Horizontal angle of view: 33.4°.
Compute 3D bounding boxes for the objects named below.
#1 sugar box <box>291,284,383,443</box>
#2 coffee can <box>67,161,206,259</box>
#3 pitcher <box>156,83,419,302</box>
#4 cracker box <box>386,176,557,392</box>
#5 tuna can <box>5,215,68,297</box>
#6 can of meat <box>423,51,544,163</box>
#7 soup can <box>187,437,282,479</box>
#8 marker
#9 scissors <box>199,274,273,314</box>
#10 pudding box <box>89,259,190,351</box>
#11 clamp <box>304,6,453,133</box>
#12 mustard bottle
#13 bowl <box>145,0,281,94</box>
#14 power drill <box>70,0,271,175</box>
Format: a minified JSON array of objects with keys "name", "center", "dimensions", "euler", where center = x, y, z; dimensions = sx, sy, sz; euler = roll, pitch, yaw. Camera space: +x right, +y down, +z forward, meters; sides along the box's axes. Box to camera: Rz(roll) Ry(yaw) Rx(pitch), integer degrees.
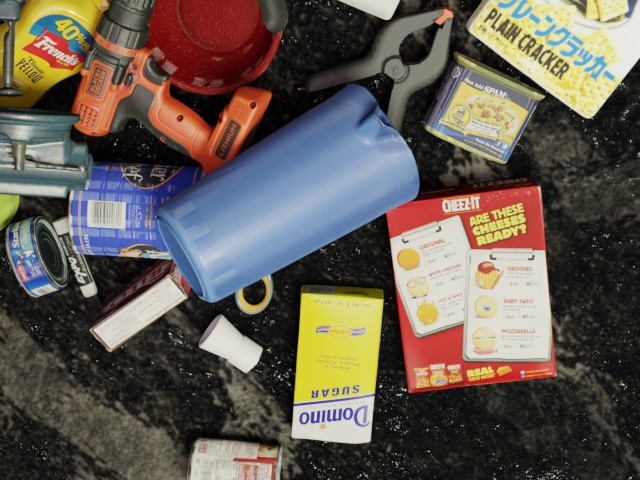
[{"name":"sugar box","center":[0.018,0.140,1.204],"dimensions":[0.093,0.048,0.176],"euler":[4,104,2]},{"name":"coffee can","center":[-0.187,-0.031,1.140],"dimensions":[0.140,0.103,0.103],"euler":[3,105,2]},{"name":"pitcher","center":[-0.035,-0.039,1.058],"dimensions":[0.242,0.145,0.149],"euler":[-31,125,-15]},{"name":"cracker box","center":[0.163,0.048,1.160],"dimensions":[0.164,0.072,0.214],"euler":[-7,103,4]},{"name":"tuna can","center":[-0.309,0.017,1.167],"dimensions":[0.034,0.086,0.086],"euler":[-18,103,5]},{"name":"can of meat","center":[0.168,-0.137,1.116],"dimensions":[0.102,0.057,0.084],"euler":[23,106,-10]},{"name":"soup can","center":[-0.098,0.266,1.230],"dimensions":[0.102,0.068,0.068],"euler":[5,105,2]},{"name":"marker","center":[-0.271,0.032,1.203],"dimensions":[0.020,0.020,0.121],"euler":[-18,103,7]},{"name":"scissors","center":[-0.058,0.001,1.187],"dimensions":[0.096,0.016,0.202],"euler":[41,103,-9]},{"name":"pudding box","center":[-0.192,0.063,1.170],"dimensions":[0.113,0.090,0.039],"euler":[-36,105,12]},{"name":"clamp","center":[0.068,-0.183,1.121],"dimensions":[0.120,0.039,0.172],"euler":[31,106,-13]},{"name":"mustard bottle","center":[-0.278,-0.209,1.110],"dimensions":[0.192,0.058,0.096],"euler":[-31,139,9]},{"name":"bowl","center":[-0.112,-0.235,1.102],"dimensions":[0.162,0.055,0.162],"euler":[3,110,9]},{"name":"power drill","center":[-0.148,-0.158,1.075],"dimensions":[0.187,0.057,0.185],"euler":[29,118,3]}]
